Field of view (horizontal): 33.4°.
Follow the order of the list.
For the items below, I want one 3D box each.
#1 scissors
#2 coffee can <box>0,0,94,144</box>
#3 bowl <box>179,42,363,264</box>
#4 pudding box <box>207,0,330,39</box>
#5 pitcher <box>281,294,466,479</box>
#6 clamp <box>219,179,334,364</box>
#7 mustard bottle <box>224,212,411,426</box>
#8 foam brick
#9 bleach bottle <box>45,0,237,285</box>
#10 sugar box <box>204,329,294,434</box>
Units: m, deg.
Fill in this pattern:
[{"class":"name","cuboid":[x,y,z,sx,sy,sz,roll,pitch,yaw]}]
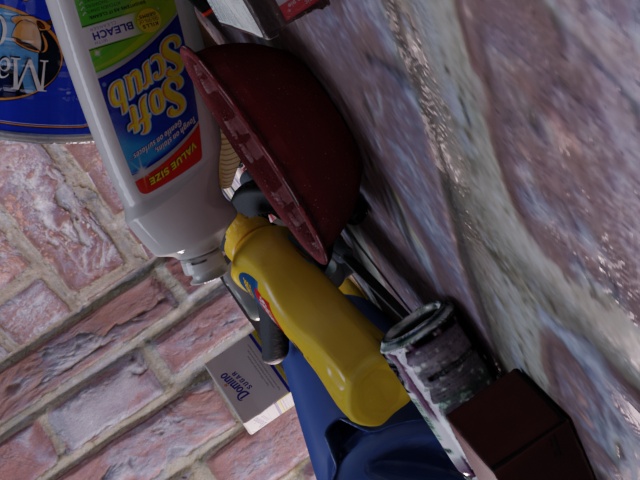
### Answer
[{"class":"scissors","cuboid":[-0.001,-0.001,0.872,0.096,0.016,0.202,18,-155,-45]},{"class":"coffee can","cuboid":[-0.208,-0.150,0.807,0.103,0.102,0.140,-139,52,-68]},{"class":"bowl","cuboid":[-0.021,-0.066,0.666,0.162,0.055,0.162,55,174,9]},{"class":"pudding box","cuboid":[-0.045,-0.147,0.517,0.090,0.039,0.113,58,176,-22]},{"class":"pitcher","cuboid":[0.049,0.150,0.899,0.243,0.145,0.149,-120,25,-62]},{"class":"clamp","cuboid":[-0.056,0.001,0.867,0.164,0.036,0.210,42,140,4]},{"class":"mustard bottle","cuboid":[-0.013,0.043,0.765,0.192,0.058,0.096,47,176,33]},{"class":"foam brick","cuboid":[0.117,0.124,0.611,0.051,0.053,0.078,48,169,52]},{"class":"bleach bottle","cuboid":[-0.111,-0.093,0.743,0.068,0.102,0.251,-156,46,-74]},{"class":"sugar box","cuboid":[-0.034,0.133,1.224,0.093,0.176,0.048,52,173,31]}]
